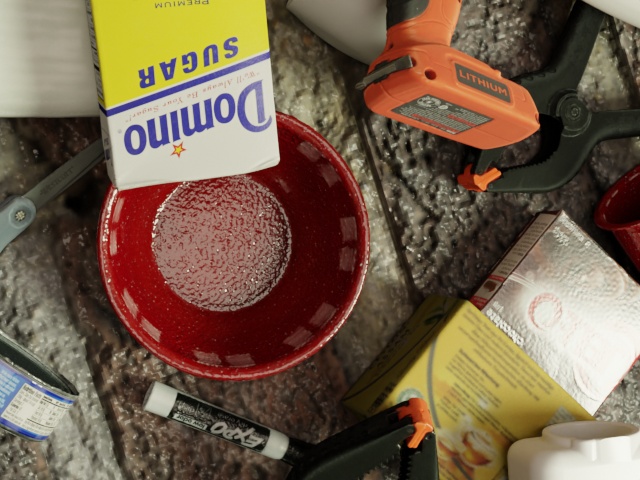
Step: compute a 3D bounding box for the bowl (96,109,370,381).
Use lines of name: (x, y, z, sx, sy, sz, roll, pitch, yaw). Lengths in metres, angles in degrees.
bowl: (-0.054, 0.001, 0.642, 0.162, 0.055, 0.162, 0, 91, -14)

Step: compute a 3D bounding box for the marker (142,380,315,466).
marker: (-0.052, 0.117, 0.663, 0.121, 0.020, 0.020, 24, 85, -13)

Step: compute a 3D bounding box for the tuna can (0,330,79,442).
tuna can: (-0.179, 0.075, 0.596, 0.086, 0.086, 0.033, 37, 83, -12)

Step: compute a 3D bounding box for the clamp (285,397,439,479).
clamp: (-0.001, 0.178, 0.635, 0.164, 0.036, 0.210, 18, 113, -12)

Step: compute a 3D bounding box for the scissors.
scissors: (-0.192, -0.021, 0.609, 0.201, 0.016, 0.096, -53, 133, -7)

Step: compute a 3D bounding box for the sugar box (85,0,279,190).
sugar box: (-0.076, -0.120, 0.563, 0.093, 0.048, 0.176, -10, 104, -14)

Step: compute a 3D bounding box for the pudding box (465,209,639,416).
pudding box: (0.162, 0.048, 0.706, 0.113, 0.039, 0.090, 42, 81, -12)

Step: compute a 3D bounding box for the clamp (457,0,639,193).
clamp: (0.169, -0.080, 0.708, 0.120, 0.039, 0.171, 45, 84, -6)

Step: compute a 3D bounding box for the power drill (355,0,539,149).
power drill: (0.094, -0.155, 0.647, 0.184, 0.057, 0.187, 13, 71, -30)
